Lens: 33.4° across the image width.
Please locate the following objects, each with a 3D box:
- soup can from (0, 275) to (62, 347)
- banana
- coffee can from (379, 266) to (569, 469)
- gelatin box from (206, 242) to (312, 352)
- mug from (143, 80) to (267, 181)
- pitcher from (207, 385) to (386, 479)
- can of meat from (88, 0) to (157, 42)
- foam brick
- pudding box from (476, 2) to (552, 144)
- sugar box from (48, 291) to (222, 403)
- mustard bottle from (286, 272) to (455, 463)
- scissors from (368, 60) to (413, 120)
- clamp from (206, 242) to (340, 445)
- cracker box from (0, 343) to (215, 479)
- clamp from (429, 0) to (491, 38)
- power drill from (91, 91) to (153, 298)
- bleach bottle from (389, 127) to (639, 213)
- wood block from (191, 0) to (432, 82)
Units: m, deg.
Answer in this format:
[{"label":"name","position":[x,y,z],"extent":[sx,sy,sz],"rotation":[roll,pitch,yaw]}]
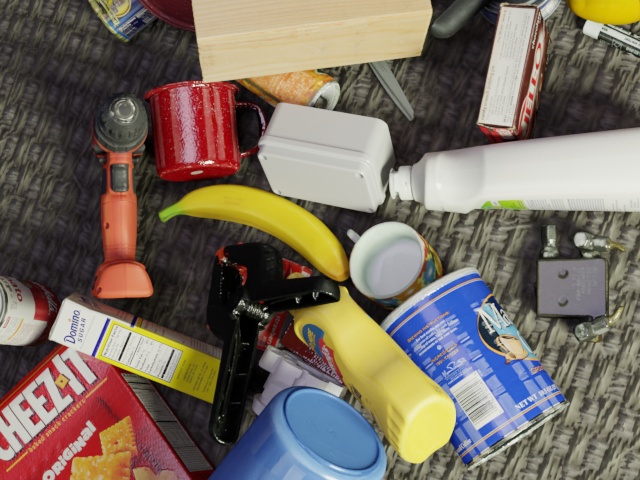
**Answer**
[{"label":"soup can","position":[-0.312,0.070,1.060],"extent":[0.069,0.102,0.068],"rotation":[-3,80,18]},{"label":"banana","position":[-0.053,-0.015,1.017],"extent":[0.198,0.037,0.069],"rotation":[17,63,18]},{"label":"coffee can","position":[0.129,0.108,0.910],"extent":[0.103,0.102,0.140],"rotation":[-36,72,9]},{"label":"gelatin box","position":[-0.058,0.055,1.018],"extent":[0.073,0.030,0.089],"rotation":[20,88,20]},{"label":"mug","position":[-0.110,-0.105,1.036],"extent":[0.117,0.093,0.081],"rotation":[-5,84,-10]},{"label":"pitcher","position":[-0.049,0.245,0.883],"extent":[0.149,0.144,0.243],"rotation":[48,119,29]},{"label":"can of meat","position":[-0.198,-0.269,1.103],"extent":[0.084,0.057,0.102],"rotation":[-35,73,12]},{"label":"foam brick","position":[0.012,0.093,0.977],"extent":[0.078,0.053,0.051],"rotation":[32,92,19]},{"label":"pudding box","position":[0.172,-0.141,0.942],"extent":[0.039,0.090,0.113],"rotation":[8,83,19]},{"label":"sugar box","position":[-0.154,0.100,0.973],"extent":[0.176,0.093,0.048],"rotation":[20,88,-6]},{"label":"mustard bottle","position":[0.031,0.092,0.887],"extent":[0.058,0.096,0.192],"rotation":[-37,57,-10]},{"label":"scissors","position":[0.050,-0.214,1.033],"extent":[0.096,0.016,0.202],"rotation":[-47,71,6]},{"label":"clamp","position":[-0.052,0.053,0.912],"extent":[0.165,0.036,0.210],"rotation":[-50,28,19]},{"label":"cracker box","position":[-0.214,0.213,1.022],"extent":[0.164,0.072,0.214],"rotation":[-42,71,7]},{"label":"clamp","position":[0.162,-0.264,0.956],"extent":[0.171,0.039,0.120],"rotation":[-21,80,11]},{"label":"power drill","position":[-0.188,-0.039,1.009],"extent":[0.057,0.184,0.187],"rotation":[0,86,-12]},{"label":"bleach bottle","position":[0.182,-0.056,0.918],"extent":[0.251,0.102,0.068],"rotation":[-2,79,17]},{"label":"wood block","position":[-0.013,-0.213,0.971],"extent":[0.206,0.090,0.091],"rotation":[-8,73,-4]}]
